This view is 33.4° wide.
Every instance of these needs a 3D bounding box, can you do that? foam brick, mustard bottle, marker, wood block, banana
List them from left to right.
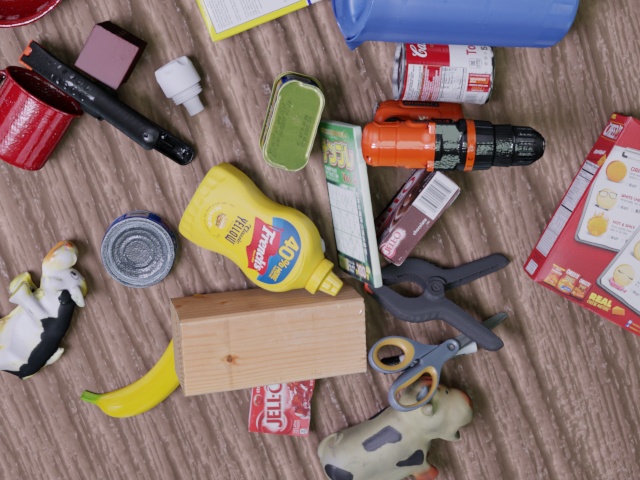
[{"bbox_3d":[-0.224,-0.200,1.146,0.053,0.078,0.051,29,102,-10],"label":"foam brick"},{"bbox_3d":[-0.191,0.148,1.253,0.198,0.037,0.069,-41,103,7],"label":"banana"},{"bbox_3d":[-0.059,0.107,1.205,0.206,0.090,0.091,-6,105,-14],"label":"wood block"},{"bbox_3d":[-0.058,0.002,1.190,0.191,0.058,0.096,34,110,5],"label":"mustard bottle"},{"bbox_3d":[0.127,0.139,1.278,0.121,0.020,0.020,-14,104,0],"label":"marker"}]

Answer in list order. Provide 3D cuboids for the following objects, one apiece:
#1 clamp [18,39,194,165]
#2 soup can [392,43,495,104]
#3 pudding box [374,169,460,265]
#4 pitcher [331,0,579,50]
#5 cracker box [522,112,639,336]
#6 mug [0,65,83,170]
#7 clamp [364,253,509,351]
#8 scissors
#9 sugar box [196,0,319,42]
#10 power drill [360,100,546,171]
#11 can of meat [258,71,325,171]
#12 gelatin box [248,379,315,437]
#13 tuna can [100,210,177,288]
[{"bbox_3d":[-0.230,-0.146,1.150,0.210,0.164,0.036,34,91,13],"label":"clamp"},{"bbox_3d":[0.135,-0.185,1.175,0.102,0.068,0.068,3,103,-4],"label":"soup can"},{"bbox_3d":[0.102,-0.033,1.199,0.039,0.090,0.113,38,98,-13],"label":"pudding box"},{"bbox_3d":[0.143,-0.271,1.098,0.242,0.149,0.145,1,84,-19],"label":"pitcher"},{"bbox_3d":[0.358,-0.016,1.228,0.164,0.072,0.214,27,100,-10],"label":"cracker box"},{"bbox_3d":[-0.326,-0.137,1.157,0.117,0.093,0.081,41,105,20],"label":"mug"},{"bbox_3d":[0.140,0.053,1.238,0.171,0.039,0.120,17,58,4],"label":"clamp"},{"bbox_3d":[0.130,0.116,1.229,0.096,0.016,0.201,42,55,6],"label":"scissors"},{"bbox_3d":[-0.051,-0.289,1.152,0.176,0.048,0.093,-21,104,-2],"label":"sugar box"},{"bbox_3d":[0.130,-0.112,1.132,0.184,0.187,0.057,2,102,-2],"label":"power drill"},{"bbox_3d":[-0.031,-0.130,1.171,0.057,0.084,0.102,14,102,-7],"label":"can of meat"},{"bbox_3d":[-0.046,0.188,1.275,0.073,0.030,0.089,6,103,-5],"label":"gelatin box"},{"bbox_3d":[-0.207,0.010,1.221,0.086,0.034,0.086,-1,104,-3],"label":"tuna can"}]
